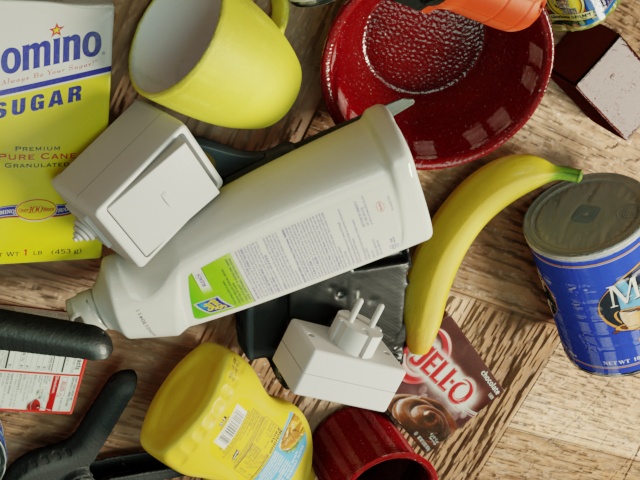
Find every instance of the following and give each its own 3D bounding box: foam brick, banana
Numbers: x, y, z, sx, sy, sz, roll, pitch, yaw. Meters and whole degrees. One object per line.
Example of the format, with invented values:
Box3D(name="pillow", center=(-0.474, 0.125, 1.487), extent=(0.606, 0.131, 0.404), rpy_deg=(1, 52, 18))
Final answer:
Box3D(name="foam brick", center=(0.221, -0.125, 0.827), extent=(0.078, 0.053, 0.051), rpy_deg=(36, 98, -34))
Box3D(name="banana", center=(0.117, -0.001, 0.845), extent=(0.198, 0.070, 0.037), rpy_deg=(-50, 163, 8))

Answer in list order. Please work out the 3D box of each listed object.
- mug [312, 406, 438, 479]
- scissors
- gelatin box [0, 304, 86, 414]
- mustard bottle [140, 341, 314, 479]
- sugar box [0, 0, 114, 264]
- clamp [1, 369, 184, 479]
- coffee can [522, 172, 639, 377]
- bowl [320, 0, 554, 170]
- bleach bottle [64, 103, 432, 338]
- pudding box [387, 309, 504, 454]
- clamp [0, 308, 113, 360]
Box3D(name="mug", center=(0.044, 0.203, 0.912), extent=(0.093, 0.082, 0.117), rpy_deg=(-25, 124, -9))
Box3D(name="scissors", center=(-0.042, -0.066, 0.738), extent=(0.202, 0.016, 0.096), rpy_deg=(-37, 117, 18))
Box3D(name="gelatin box", center=(-0.214, 0.085, 0.768), extent=(0.089, 0.030, 0.073), rpy_deg=(8, 112, -27))
Box3D(name="mustard bottle", center=(-0.057, 0.164, 0.850), extent=(0.096, 0.058, 0.191), rpy_deg=(-58, 137, -16))
Box3D(name="sugar box", center=(-0.185, -0.072, 0.685), extent=(0.093, 0.048, 0.176), rpy_deg=(-4, 120, -24))
Box3D(name="clamp", center=(-0.185, 0.169, 0.821), extent=(0.171, 0.039, 0.120), rpy_deg=(-26, 121, -8))
Box3D(name="coffee can", center=(0.235, 0.029, 0.887), extent=(0.102, 0.103, 0.140), rpy_deg=(-30, 125, -6))
Box3D(name="bowl", center=(0.077, -0.131, 0.746), extent=(0.162, 0.055, 0.162), rpy_deg=(-3, 124, -4))
Box3D(name="bleach bottle", center=(-0.055, 0.001, 0.722), extent=(0.251, 0.068, 0.102), rpy_deg=(-22, 136, 1))
Box3D(name="pudding box", center=(0.092, 0.116, 0.911), extent=(0.090, 0.039, 0.113), rpy_deg=(-39, 125, 0))
Box3D(name="clamp", center=(-0.265, 0.067, 0.697), extent=(0.209, 0.036, 0.165), rpy_deg=(36, 109, -19))
